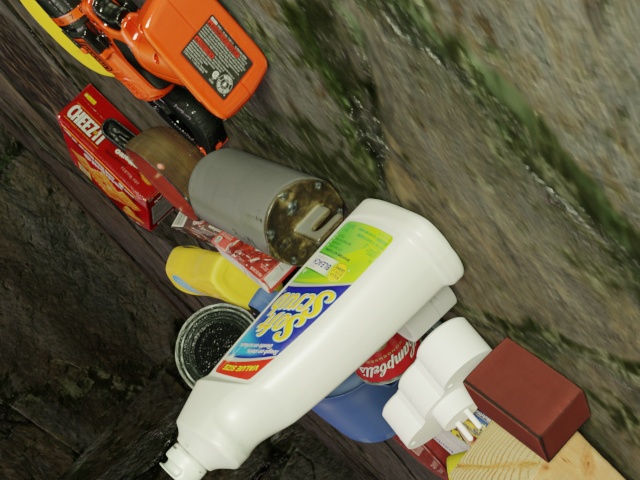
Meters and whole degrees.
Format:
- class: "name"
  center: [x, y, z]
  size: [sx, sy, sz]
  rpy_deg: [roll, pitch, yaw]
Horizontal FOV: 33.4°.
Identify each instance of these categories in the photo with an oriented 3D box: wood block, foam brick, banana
- class: "wood block"
  center: [0.220, 0.238, 0.901]
  size: [0.206, 0.090, 0.091]
  rpy_deg: [44, 170, -20]
- class: "foam brick"
  center: [0.160, 0.123, 0.825]
  size: [0.078, 0.051, 0.053]
  rpy_deg: [36, 167, 35]
- class: "banana"
  center: [-0.248, -0.219, 1.065]
  size: [0.198, 0.037, 0.070]
  rpy_deg: [40, 150, 15]

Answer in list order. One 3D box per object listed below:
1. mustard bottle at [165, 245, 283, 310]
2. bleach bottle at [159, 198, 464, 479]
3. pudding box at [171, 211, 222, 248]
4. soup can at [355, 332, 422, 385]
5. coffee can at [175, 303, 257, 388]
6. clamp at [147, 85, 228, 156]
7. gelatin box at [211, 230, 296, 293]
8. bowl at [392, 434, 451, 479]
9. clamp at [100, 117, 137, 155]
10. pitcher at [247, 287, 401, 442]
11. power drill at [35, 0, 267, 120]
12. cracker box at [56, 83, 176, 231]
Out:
- class: "mustard bottle"
  center: [-0.130, 0.040, 1.268]
  size: [0.096, 0.058, 0.192]
  rpy_deg: [24, 171, -31]
- class: "bleach bottle"
  center: [-0.015, 0.081, 0.773]
  size: [0.068, 0.250, 0.103]
  rpy_deg: [50, 167, -30]
- class: "pudding box"
  center: [-0.111, -0.011, 1.231]
  size: [0.090, 0.039, 0.114]
  rpy_deg: [28, 172, -23]
- class: "soup can"
  center: [0.038, 0.069, 0.930]
  size: [0.069, 0.068, 0.102]
  rpy_deg: [31, 160, 49]
- class: "coffee can"
  center: [-0.094, 0.133, 1.214]
  size: [0.103, 0.103, 0.140]
  rpy_deg: [40, 178, 18]
- class: "clamp"
  center: [-0.148, -0.142, 0.976]
  size: [0.120, 0.039, 0.171]
  rpy_deg: [36, 166, 41]
- class: "gelatin box"
  center: [-0.057, 0.001, 1.087]
  size: [0.089, 0.073, 0.030]
  rpy_deg: [36, 165, 39]
- class: "bowl"
  center: [0.116, 0.221, 1.318]
  size: [0.162, 0.055, 0.162]
  rpy_deg: [42, 169, 10]
- class: "clamp"
  center: [-0.173, -0.071, 1.305]
  size: [0.165, 0.036, 0.210]
  rpy_deg: [28, 164, 28]
- class: "pitcher"
  center: [0.024, 0.133, 1.150]
  size: [0.242, 0.145, 0.149]
  rpy_deg: [59, -164, -62]
- class: "power drill"
  center: [-0.136, -0.160, 0.767]
  size: [0.188, 0.057, 0.184]
  rpy_deg: [26, 166, 49]
- class: "cracker box"
  center: [-0.272, -0.105, 1.455]
  size: [0.164, 0.072, 0.214]
  rpy_deg: [43, 168, 1]
